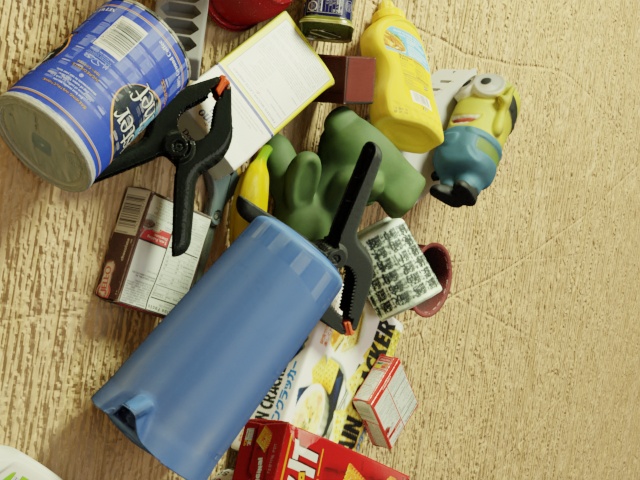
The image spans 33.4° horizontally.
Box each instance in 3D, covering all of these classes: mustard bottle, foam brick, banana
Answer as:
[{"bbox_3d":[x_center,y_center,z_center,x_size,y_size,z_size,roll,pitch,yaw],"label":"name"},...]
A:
[{"bbox_3d":[0.088,-0.198,1.230,0.096,0.058,0.191,19,53,-40],"label":"mustard bottle"},{"bbox_3d":[0.014,-0.177,1.169,0.051,0.078,0.053,-10,107,-50],"label":"foam brick"},{"bbox_3d":[-0.068,0.002,1.122,0.069,0.037,0.198,-24,123,-51],"label":"banana"}]

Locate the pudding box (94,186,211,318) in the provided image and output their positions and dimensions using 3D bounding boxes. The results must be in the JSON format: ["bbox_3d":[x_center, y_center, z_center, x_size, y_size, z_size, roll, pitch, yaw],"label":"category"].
[{"bbox_3d":[-0.160,0.015,1.029,0.089,0.039,0.113,26,80,-51],"label":"pudding box"}]

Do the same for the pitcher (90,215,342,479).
[{"bbox_3d":[-0.089,0.102,1.016,0.145,0.149,0.242,42,81,-22],"label":"pitcher"}]

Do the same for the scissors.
[{"bbox_3d":[-0.098,-0.033,1.111,0.096,0.016,0.202,-4,100,-50],"label":"scissors"}]

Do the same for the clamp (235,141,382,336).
[{"bbox_3d":[0.015,0.005,1.121,0.164,0.036,0.210,-29,122,-14],"label":"clamp"}]

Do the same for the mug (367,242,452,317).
[{"bbox_3d":[0.099,0.037,1.313,0.117,0.082,0.093,49,60,-44],"label":"mug"}]

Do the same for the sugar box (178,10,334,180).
[{"bbox_3d":[-0.071,-0.147,1.077,0.176,0.048,0.093,-44,103,-33],"label":"sugar box"}]

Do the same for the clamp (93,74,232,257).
[{"bbox_3d":[-0.129,-0.073,0.985,0.120,0.039,0.171,45,80,-13],"label":"clamp"}]

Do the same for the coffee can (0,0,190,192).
[{"bbox_3d":[-0.192,-0.125,0.908,0.140,0.103,0.102,-52,133,-30],"label":"coffee can"}]

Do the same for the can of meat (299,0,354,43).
[{"bbox_3d":[0.011,-0.262,1.138,0.102,0.057,0.084,80,16,-89],"label":"can of meat"}]

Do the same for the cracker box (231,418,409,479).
[{"bbox_3d":[-0.002,0.297,1.118,0.213,0.072,0.164,32,61,-41],"label":"cracker box"}]

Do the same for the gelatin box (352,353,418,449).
[{"bbox_3d":[0.076,0.190,1.253,0.073,0.030,0.089,-54,138,-33],"label":"gelatin box"}]

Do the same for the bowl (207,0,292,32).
[{"bbox_3d":[-0.055,-0.284,1.058,0.161,0.055,0.162,-35,133,-50],"label":"bowl"}]
